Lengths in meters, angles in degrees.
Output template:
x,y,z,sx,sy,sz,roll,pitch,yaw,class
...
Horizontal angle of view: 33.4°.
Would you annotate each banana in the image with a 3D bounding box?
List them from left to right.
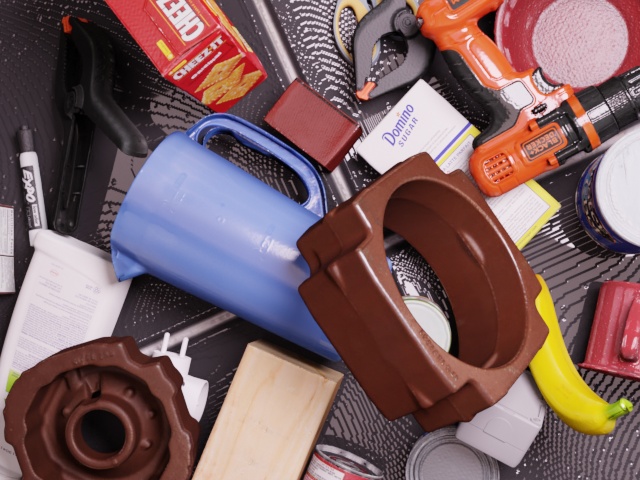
x,y,z,sx,sy,sz,roll,pitch,yaw,class
0.215,0.109,0.939,0.037,0.198,0.070,18,115,-27,banana

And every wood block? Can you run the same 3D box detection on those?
x,y,z,sx,sy,sz,roll,pitch,yaw,class
-0.060,0.205,0.988,0.090,0.091,0.206,23,90,6,wood block

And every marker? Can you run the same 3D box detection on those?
x,y,z,sx,sy,sz,roll,pitch,yaw,class
-0.286,-0.055,1.061,0.020,0.020,0.121,-9,86,6,marker

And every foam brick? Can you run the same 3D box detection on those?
x,y,z,sx,sy,sz,roll,pitch,yaw,class
-0.005,-0.108,1.014,0.078,0.053,0.051,38,92,8,foam brick

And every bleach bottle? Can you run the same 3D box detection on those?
x,y,z,sx,sy,sz,roll,pitch,yaw,class
-0.271,0.123,1.032,0.102,0.068,0.251,23,93,6,bleach bottle

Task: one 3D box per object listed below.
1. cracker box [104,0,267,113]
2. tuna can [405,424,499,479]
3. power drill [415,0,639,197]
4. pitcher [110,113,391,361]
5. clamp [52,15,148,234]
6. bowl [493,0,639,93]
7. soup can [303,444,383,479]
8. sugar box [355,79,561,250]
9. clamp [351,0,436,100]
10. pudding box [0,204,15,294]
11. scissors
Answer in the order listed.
x,y,z,sx,sy,sz,roll,pitch,yaw,class
-0.136,-0.208,0.952,0.072,0.213,0.164,-39,84,4,cracker box
0.123,0.215,0.994,0.086,0.033,0.086,0,88,7,tuna can
0.183,-0.155,0.934,0.184,0.057,0.187,-29,86,9,power drill
-0.056,0.001,0.983,0.243,0.144,0.149,28,121,3,pitcher
-0.227,-0.120,1.022,0.165,0.036,0.210,-43,52,39,clamp
0.241,-0.189,0.984,0.162,0.055,0.162,0,90,9,bowl
0.008,0.250,0.989,0.068,0.068,0.102,23,91,7,soup can
0.128,-0.058,1.000,0.176,0.048,0.093,44,95,10,sugar box
0.092,-0.202,0.999,0.120,0.039,0.171,24,96,7,clamp
-0.332,0.008,1.017,0.039,0.113,0.090,-3,87,9,pudding box
0.040,-0.267,1.033,0.096,0.016,0.202,-11,86,5,scissors
